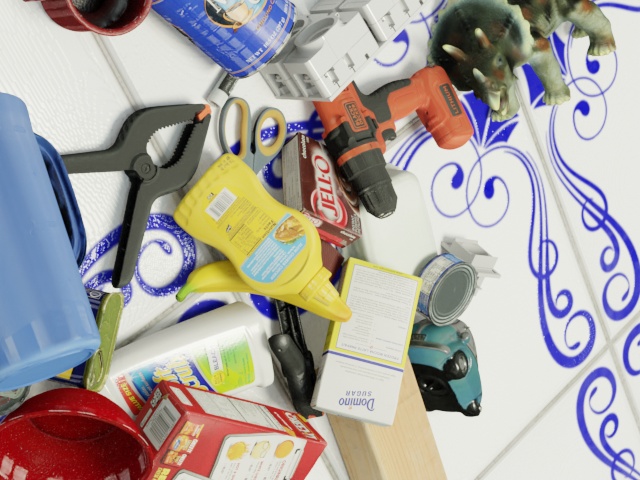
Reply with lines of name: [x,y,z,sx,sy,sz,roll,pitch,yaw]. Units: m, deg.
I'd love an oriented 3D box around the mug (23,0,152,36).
mug: [-0.230,-0.240,1.022,0.117,0.082,0.093,-18,108,-33]

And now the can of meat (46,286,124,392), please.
can of meat: [-0.250,0.092,1.054,0.084,0.057,0.102,12,90,8]

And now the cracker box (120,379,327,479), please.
cracker box: [-0.121,0.248,1.151,0.213,0.072,0.164,23,104,-44]

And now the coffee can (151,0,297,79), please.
coffee can: [-0.107,-0.248,1.096,0.140,0.103,0.102,38,75,-34]

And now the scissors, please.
scissors: [-0.073,-0.065,1.206,0.096,0.016,0.202,-17,109,-34]

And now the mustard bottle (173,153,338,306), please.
mustard bottle: [-0.057,0.001,1.140,0.191,0.058,0.096,41,92,2]

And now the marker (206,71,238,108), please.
marker: [-0.086,-0.199,1.172,0.020,0.020,0.121,39,75,-34]

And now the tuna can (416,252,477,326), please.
tuna can: [0.151,0.059,1.306,0.086,0.034,0.086,-25,130,-34]

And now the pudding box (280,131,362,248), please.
pudding box: [0.000,-0.057,1.213,0.089,0.039,0.113,24,45,-37]

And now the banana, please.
banana: [-0.063,0.054,1.181,0.197,0.037,0.069,7,53,-12]

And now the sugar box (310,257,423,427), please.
sugar box: [0.053,0.117,1.221,0.093,0.048,0.176,16,77,-6]

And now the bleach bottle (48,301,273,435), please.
bleach bottle: [-0.175,0.152,1.140,0.250,0.068,0.102,-21,114,-28]

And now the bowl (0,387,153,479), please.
bowl: [-0.241,0.191,1.029,0.162,0.162,0.055,37,32,-34]

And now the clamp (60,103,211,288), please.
clamp: [-0.197,-0.078,1.101,0.164,0.036,0.210,47,70,-28]

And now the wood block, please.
wood block: [0.078,0.238,1.320,0.090,0.090,0.206,-30,114,-28]

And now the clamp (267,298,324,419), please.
clamp: [-0.029,0.143,1.224,0.120,0.039,0.171,-70,146,-64]

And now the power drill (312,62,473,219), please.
power drill: [0.091,-0.127,1.252,0.187,0.057,0.184,-18,80,-37]

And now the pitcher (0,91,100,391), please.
pitcher: [-0.276,0.002,0.940,0.149,0.145,0.243,-21,79,-14]
